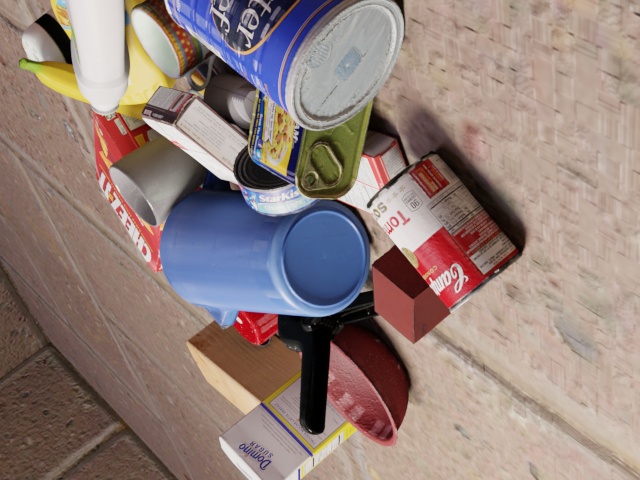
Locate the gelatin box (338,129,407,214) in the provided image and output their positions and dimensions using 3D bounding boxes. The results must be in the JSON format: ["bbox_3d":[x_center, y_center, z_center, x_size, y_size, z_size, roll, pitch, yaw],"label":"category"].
[{"bbox_3d":[0.037,-0.058,0.873,0.089,0.030,0.073,28,150,49],"label":"gelatin box"}]

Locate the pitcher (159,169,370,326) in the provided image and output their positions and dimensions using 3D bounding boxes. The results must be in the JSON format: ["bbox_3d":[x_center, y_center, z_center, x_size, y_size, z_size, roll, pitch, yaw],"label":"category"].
[{"bbox_3d":[-0.057,0.001,1.060,0.149,0.145,0.243,47,160,-23],"label":"pitcher"}]

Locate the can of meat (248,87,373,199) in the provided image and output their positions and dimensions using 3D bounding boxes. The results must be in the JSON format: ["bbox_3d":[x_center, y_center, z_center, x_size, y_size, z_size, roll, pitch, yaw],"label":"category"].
[{"bbox_3d":[-0.011,-0.093,0.833,0.084,0.057,0.102,32,116,50],"label":"can of meat"}]

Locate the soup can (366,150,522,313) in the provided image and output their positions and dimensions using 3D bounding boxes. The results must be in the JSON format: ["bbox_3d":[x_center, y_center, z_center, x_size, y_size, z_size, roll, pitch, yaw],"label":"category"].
[{"bbox_3d":[0.091,-0.007,0.788,0.102,0.068,0.069,51,160,6],"label":"soup can"}]

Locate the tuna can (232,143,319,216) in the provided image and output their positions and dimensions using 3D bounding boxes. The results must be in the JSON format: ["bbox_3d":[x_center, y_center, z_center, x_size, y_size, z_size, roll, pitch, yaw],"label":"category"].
[{"bbox_3d":[-0.031,-0.061,0.935,0.086,0.086,0.033,33,154,43],"label":"tuna can"}]

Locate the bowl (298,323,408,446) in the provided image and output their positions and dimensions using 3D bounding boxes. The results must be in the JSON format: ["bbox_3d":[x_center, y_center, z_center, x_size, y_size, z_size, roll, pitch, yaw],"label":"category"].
[{"bbox_3d":[0.045,0.144,1.158,0.162,0.055,0.162,44,158,22],"label":"bowl"}]

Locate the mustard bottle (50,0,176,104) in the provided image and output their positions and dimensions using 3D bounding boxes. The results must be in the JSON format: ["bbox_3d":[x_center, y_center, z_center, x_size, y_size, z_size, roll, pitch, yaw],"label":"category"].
[{"bbox_3d":[-0.219,-0.228,1.076,0.096,0.058,0.191,2,135,21],"label":"mustard bottle"}]

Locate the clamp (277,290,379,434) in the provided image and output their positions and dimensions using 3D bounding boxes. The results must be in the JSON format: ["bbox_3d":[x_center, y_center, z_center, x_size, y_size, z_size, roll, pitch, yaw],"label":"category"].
[{"bbox_3d":[0.010,0.076,1.070,0.036,0.165,0.210,32,-166,-29],"label":"clamp"}]

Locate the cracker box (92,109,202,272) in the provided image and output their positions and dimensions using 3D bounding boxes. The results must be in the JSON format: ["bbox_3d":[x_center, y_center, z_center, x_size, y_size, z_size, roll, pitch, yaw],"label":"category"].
[{"bbox_3d":[-0.216,-0.069,1.317,0.164,0.072,0.214,58,161,11],"label":"cracker box"}]

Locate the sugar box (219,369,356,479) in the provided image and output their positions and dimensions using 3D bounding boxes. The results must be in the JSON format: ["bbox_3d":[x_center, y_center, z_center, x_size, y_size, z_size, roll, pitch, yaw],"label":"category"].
[{"bbox_3d":[-0.021,0.212,1.239,0.093,0.176,0.048,43,158,25],"label":"sugar box"}]

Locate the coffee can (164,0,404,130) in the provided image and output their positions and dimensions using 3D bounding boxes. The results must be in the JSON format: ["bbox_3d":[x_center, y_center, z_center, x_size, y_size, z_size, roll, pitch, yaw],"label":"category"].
[{"bbox_3d":[-0.027,-0.156,0.740,0.140,0.102,0.103,42,158,28],"label":"coffee can"}]

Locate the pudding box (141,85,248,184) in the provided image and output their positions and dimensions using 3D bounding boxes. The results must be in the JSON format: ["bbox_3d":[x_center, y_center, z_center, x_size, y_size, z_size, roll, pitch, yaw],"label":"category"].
[{"bbox_3d":[-0.103,-0.094,0.993,0.113,0.039,0.090,37,172,-31],"label":"pudding box"}]

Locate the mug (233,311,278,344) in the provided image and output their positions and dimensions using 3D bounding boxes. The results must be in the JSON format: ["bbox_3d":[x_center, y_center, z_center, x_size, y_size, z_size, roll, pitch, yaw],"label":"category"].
[{"bbox_3d":[-0.072,0.056,1.226,0.117,0.081,0.093,58,159,-15],"label":"mug"}]

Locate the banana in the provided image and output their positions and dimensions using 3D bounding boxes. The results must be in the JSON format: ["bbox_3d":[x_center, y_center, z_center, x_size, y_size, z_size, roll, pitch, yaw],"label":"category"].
[{"bbox_3d":[-0.236,-0.163,1.196,0.198,0.037,0.069,17,-163,2],"label":"banana"}]

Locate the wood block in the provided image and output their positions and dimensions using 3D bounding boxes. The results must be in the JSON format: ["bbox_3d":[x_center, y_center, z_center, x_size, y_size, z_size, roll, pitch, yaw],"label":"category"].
[{"bbox_3d":[-0.080,0.185,1.449,0.206,0.090,0.090,30,151,46],"label":"wood block"}]

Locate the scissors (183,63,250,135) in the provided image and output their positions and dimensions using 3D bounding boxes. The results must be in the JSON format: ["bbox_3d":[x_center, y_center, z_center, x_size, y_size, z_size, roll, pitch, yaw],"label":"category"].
[{"bbox_3d":[-0.077,-0.110,1.056,0.202,0.016,0.096,47,161,14],"label":"scissors"}]

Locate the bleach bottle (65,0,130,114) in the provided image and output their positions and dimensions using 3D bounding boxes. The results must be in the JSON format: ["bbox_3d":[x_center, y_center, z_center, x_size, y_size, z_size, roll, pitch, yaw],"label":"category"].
[{"bbox_3d":[-0.209,-0.222,0.986,0.251,0.068,0.102,98,161,-51],"label":"bleach bottle"}]

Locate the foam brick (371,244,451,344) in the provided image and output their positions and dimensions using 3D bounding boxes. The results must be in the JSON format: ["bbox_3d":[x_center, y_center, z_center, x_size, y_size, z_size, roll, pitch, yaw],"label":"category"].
[{"bbox_3d":[0.080,0.040,0.912,0.051,0.053,0.078,41,157,28],"label":"foam brick"}]
